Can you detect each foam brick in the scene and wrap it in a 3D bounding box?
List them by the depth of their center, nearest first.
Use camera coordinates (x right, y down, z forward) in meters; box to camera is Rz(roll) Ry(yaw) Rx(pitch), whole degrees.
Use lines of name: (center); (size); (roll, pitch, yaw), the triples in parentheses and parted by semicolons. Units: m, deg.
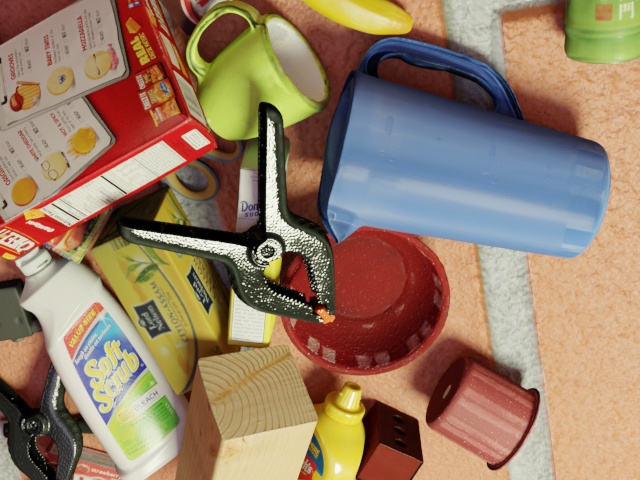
foam brick: (0.069, 0.212, 1.085); (0.053, 0.078, 0.051); (25, 112, -10)

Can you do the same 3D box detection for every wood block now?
wood block: (-0.076, 0.201, 1.014); (0.090, 0.090, 0.206); (-7, 139, -21)

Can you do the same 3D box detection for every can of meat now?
can of meat: (-0.240, -0.039, 1.002); (0.084, 0.057, 0.102); (30, 111, -13)

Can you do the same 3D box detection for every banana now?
banana: (-0.004, -0.239, 0.912); (0.070, 0.037, 0.197); (-36, 107, 17)

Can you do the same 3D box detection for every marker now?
marker: (-0.288, 0.197, 1.127); (0.121, 0.020, 0.020); (-3, 113, 4)

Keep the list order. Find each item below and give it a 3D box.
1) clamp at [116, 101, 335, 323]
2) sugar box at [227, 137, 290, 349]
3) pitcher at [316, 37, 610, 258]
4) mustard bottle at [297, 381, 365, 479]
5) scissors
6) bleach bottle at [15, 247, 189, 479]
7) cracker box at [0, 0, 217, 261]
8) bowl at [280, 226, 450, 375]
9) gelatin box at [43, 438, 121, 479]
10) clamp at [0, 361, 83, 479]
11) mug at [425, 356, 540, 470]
clamp: (-0.045, -0.007, 0.910); (0.164, 0.036, 0.209); (-44, 121, 8)
sugar box: (-0.056, 0.001, 0.990); (0.048, 0.093, 0.176); (8, 114, -2)
pitcher: (0.125, -0.070, 0.940); (0.242, 0.145, 0.149); (12, 128, -6)
mustard bottle: (0.000, 0.225, 1.083); (0.058, 0.096, 0.192); (11, 115, -25)
scissors: (-0.170, -0.092, 0.996); (0.202, 0.016, 0.096); (11, 121, 5)
bleach bottle: (-0.223, 0.115, 1.054); (0.102, 0.068, 0.250); (-36, 109, -11)
cracker box: (-0.213, -0.104, 0.909); (0.214, 0.072, 0.164); (-28, 66, 9)
bowl: (0.040, 0.047, 1.021); (0.162, 0.055, 0.162); (-1, 115, -3)
gelatin box: (-0.257, 0.260, 1.147); (0.089, 0.030, 0.073); (16, 113, -4)
clamp: (-0.300, 0.181, 1.097); (0.120, 0.039, 0.171); (-5, 95, 14)
mug: (0.153, 0.172, 1.065); (0.081, 0.093, 0.117); (31, 148, -5)
